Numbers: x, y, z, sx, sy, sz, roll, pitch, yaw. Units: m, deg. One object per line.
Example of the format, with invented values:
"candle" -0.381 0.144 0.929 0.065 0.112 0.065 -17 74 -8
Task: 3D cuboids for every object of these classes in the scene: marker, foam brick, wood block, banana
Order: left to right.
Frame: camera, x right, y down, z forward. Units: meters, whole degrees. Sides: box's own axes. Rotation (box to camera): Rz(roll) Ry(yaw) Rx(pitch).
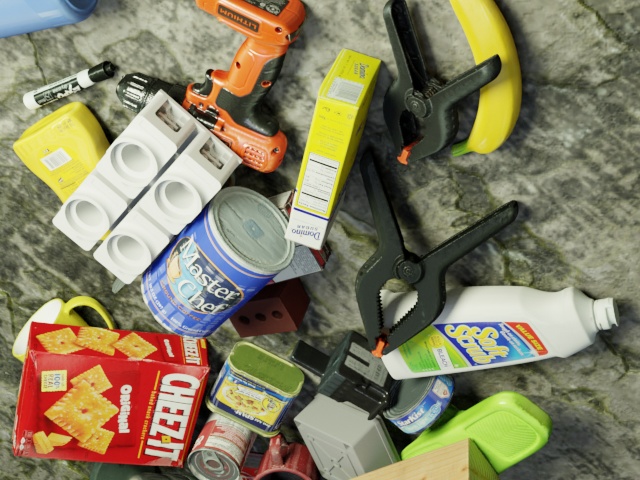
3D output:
"marker" -0.264 -0.164 1.123 0.121 0.020 0.020 -15 120 29
"foam brick" -0.061 0.072 1.213 0.078 0.051 0.053 -11 123 27
"wood block" 0.096 0.311 1.202 0.206 0.090 0.090 -25 118 23
"banana" 0.148 -0.152 0.967 0.070 0.037 0.198 5 129 16

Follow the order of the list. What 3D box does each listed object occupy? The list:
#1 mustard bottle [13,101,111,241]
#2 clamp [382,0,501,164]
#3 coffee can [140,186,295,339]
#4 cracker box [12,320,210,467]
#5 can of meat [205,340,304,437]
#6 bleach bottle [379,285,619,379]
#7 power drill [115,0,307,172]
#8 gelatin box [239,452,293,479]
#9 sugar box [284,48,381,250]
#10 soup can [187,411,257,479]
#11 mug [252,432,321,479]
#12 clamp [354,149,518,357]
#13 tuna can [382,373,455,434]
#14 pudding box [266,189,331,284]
"mustard bottle" -0.243 -0.056 1.175 0.096 0.058 0.191 -24 116 27
"clamp" 0.105 -0.132 0.978 0.120 0.039 0.171 35 148 29
"coffee can" -0.107 0.025 1.108 0.102 0.102 0.141 39 128 -12
"cracker box" -0.256 0.191 1.296 0.213 0.072 0.164 8 119 -17
"can of meat" -0.079 0.181 1.304 0.102 0.057 0.084 26 129 -2
"bleach bottle" 0.184 0.086 1.128 0.251 0.068 0.102 -10 122 24
"power drill" -0.102 -0.169 1.036 0.184 0.057 0.188 23 133 1
"gelatin box" -0.072 0.321 1.431 0.089 0.030 0.073 3 128 18
"sugar box" 0.012 -0.086 1.034 0.048 0.093 0.176 17 132 7
"soup can" -0.117 0.249 1.342 0.068 0.102 0.068 10 130 12
"mug" -0.045 0.296 1.341 0.093 0.081 0.117 -12 107 9
"clamp" 0.083 0.018 1.089 0.164 0.036 0.210 27 108 3
"tuna can" 0.112 0.176 1.210 0.033 0.086 0.086 41 130 -15
"pudding box" -0.058 0.002 1.166 0.114 0.039 0.090 -16 118 28
